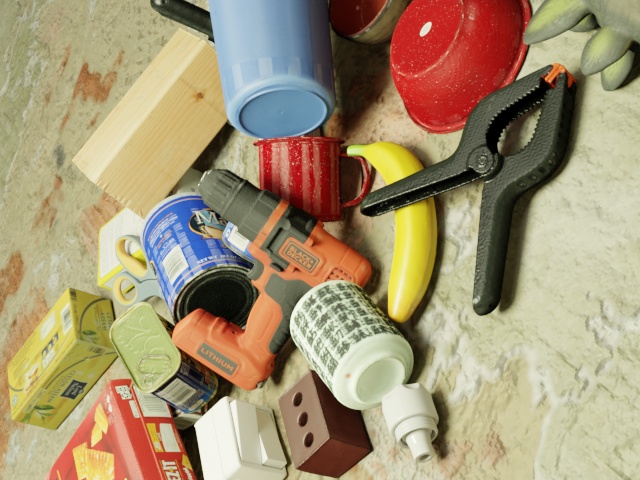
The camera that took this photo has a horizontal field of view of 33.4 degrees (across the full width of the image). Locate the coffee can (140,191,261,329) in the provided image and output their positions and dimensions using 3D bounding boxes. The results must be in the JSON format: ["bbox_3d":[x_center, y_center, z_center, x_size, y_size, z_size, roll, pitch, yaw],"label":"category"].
[{"bbox_3d":[-0.129,0.027,1.159,0.103,0.102,0.140,-54,39,19],"label":"coffee can"}]

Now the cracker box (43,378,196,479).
[{"bbox_3d":[-0.220,0.275,1.138,0.214,0.071,0.164,-53,48,31],"label":"cracker box"}]

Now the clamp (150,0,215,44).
[{"bbox_3d":[-0.120,-0.246,1.231,0.120,0.171,0.039,-58,-10,-78],"label":"clamp"}]

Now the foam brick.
[{"bbox_3d":[0.003,0.166,0.963,0.053,0.051,0.078,-46,42,28],"label":"foam brick"}]

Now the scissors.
[{"bbox_3d":[-0.191,0.071,1.258,0.202,0.016,0.096,45,122,32],"label":"scissors"}]

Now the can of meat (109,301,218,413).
[{"bbox_3d":[-0.161,0.124,1.107,0.057,0.083,0.102,-41,53,3],"label":"can of meat"}]

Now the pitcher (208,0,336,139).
[{"bbox_3d":[-0.053,-0.223,1.091,0.145,0.149,0.243,-19,61,22],"label":"pitcher"}]

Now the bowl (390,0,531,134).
[{"bbox_3d":[0.116,-0.184,0.993,0.162,0.055,0.162,-28,52,41],"label":"bowl"}]

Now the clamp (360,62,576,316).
[{"bbox_3d":[0.146,-0.051,0.890,0.210,0.036,0.165,-47,55,12],"label":"clamp"}]

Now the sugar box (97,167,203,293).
[{"bbox_3d":[-0.212,-0.013,1.335,0.177,0.048,0.093,-31,50,35],"label":"sugar box"}]

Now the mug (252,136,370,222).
[{"bbox_3d":[-0.009,-0.059,1.065,0.093,0.117,0.081,3,-95,-83],"label":"mug"}]

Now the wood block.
[{"bbox_3d":[-0.187,-0.138,1.270,0.206,0.090,0.090,-51,34,-2],"label":"wood block"}]

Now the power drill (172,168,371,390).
[{"bbox_3d":[-0.069,0.041,1.033,0.188,0.184,0.057,-55,1,28],"label":"power drill"}]

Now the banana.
[{"bbox_3d":[0.075,-0.021,0.977,0.070,0.037,0.198,-36,50,33],"label":"banana"}]

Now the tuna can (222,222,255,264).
[{"bbox_3d":[-0.057,0.001,1.094,0.086,0.086,0.034,41,106,52],"label":"tuna can"}]
